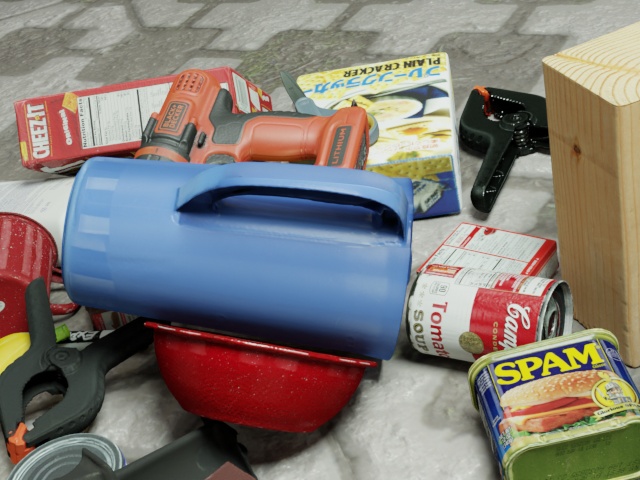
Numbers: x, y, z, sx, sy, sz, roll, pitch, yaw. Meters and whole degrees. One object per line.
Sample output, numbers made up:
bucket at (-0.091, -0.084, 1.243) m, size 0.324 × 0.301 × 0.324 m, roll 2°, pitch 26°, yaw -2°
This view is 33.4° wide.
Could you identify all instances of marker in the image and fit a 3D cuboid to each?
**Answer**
marker at (-0.195, 0.083, 0.880) m, size 0.121 × 0.020 × 0.020 m, roll -3°, pitch 34°, yaw 15°

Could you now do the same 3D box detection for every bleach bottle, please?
bleach bottle at (-0.319, -0.023, 1.051) m, size 0.251 × 0.068 × 0.102 m, roll 2°, pitch 33°, yaw 27°

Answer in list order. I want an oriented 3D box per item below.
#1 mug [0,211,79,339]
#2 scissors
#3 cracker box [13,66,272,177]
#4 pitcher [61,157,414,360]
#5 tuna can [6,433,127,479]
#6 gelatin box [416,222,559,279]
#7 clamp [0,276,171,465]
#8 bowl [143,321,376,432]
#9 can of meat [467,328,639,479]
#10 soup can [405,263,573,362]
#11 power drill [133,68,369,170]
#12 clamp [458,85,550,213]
mug at (-0.264, 0.038, 0.925) m, size 0.117 × 0.093 × 0.081 m, roll 16°, pitch 31°, yaw -22°
scissors at (0.005, -0.125, 1.000) m, size 0.096 × 0.016 × 0.201 m, roll -10°, pitch 34°, yaw 7°
cracker box at (-0.165, -0.109, 1.050) m, size 0.214 × 0.072 × 0.164 m, roll -8°, pitch -3°, yaw 10°
pitcher at (-0.055, 0.001, 0.761) m, size 0.243 × 0.149 × 0.145 m, roll 7°, pitch 16°, yaw -2°
tuna can at (-0.170, 0.171, 0.723) m, size 0.086 × 0.034 × 0.086 m, roll -10°, pitch 33°, yaw 6°
gelatin box at (0.132, 0.023, 0.841) m, size 0.089 × 0.030 × 0.073 m, roll 13°, pitch 42°, yaw 35°
clamp at (-0.202, 0.092, 0.809) m, size 0.120 × 0.039 × 0.171 m, roll 14°, pitch 39°, yaw 17°
bowl at (-0.045, 0.095, 0.729) m, size 0.162 × 0.055 × 0.162 m, roll 10°, pitch -5°, yaw 1°
can of meat at (0.153, 0.111, 0.675) m, size 0.102 × 0.057 × 0.084 m, roll -13°, pitch 35°, yaw 2°
soup can at (0.120, 0.055, 0.761) m, size 0.102 × 0.068 × 0.068 m, roll 8°, pitch 38°, yaw 31°
power drill at (-0.062, -0.059, 0.874) m, size 0.188 × 0.057 × 0.184 m, roll 9°, pitch 57°, yaw 11°
clamp at (0.179, -0.094, 0.994) m, size 0.164 × 0.036 × 0.210 m, roll -21°, pitch 31°, yaw -12°
